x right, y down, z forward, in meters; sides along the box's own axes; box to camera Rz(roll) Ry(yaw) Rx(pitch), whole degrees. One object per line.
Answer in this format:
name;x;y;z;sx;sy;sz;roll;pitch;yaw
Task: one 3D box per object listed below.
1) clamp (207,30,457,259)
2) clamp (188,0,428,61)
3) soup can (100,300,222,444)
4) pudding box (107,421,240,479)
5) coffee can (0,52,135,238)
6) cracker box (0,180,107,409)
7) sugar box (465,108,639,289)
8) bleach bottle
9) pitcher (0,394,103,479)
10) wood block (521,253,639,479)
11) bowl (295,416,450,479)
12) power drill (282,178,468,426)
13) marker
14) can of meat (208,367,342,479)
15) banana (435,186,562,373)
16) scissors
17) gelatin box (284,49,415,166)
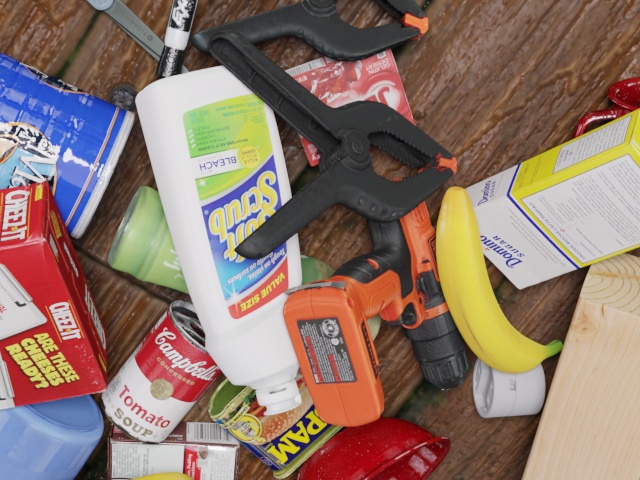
clamp;0.013;-0.052;0.764;0.209;0.164;0.036;12;155;-33
clamp;-0.005;-0.187;0.776;0.171;0.039;0.120;6;99;-8
soup can;-0.125;0.109;0.876;0.068;0.068;0.102;35;105;-18
pudding box;-0.128;0.205;0.929;0.113;0.039;0.090;4;112;-6
coffee can;-0.219;-0.075;0.773;0.140;0.103;0.103;25;107;-15
cracker box;-0.275;0.052;0.755;0.213;0.072;0.164;-10;135;-2
sugar box;0.196;-0.027;0.819;0.093;0.048;0.177;43;142;-20
bleach bottle;-0.055;0.001;0.783;0.102;0.068;0.251;-16;91;-27
pitcher;-0.276;0.221;0.875;0.243;0.145;0.149;-53;148;11
wood block;0.237;0.123;0.875;0.091;0.090;0.206;19;123;16
bowl;0.031;0.199;0.909;0.162;0.162;0.055;-43;66;11
power drill;0.051;0.064;0.818;0.057;0.187;0.184;-11;106;31
marker;-0.100;-0.173;0.784;0.020;0.020;0.121;13;102;-11
can of meat;-0.032;0.137;0.903;0.102;0.057;0.084;-43;108;11
banana;0.132;0.047;0.854;0.069;0.037;0.197;-55;127;-28
scissors;-0.182;-0.176;0.783;0.096;0.016;0.201;-30;111;3
gelatin box;0.021;-0.108;0.825;0.089;0.030;0.073;-20;112;2
